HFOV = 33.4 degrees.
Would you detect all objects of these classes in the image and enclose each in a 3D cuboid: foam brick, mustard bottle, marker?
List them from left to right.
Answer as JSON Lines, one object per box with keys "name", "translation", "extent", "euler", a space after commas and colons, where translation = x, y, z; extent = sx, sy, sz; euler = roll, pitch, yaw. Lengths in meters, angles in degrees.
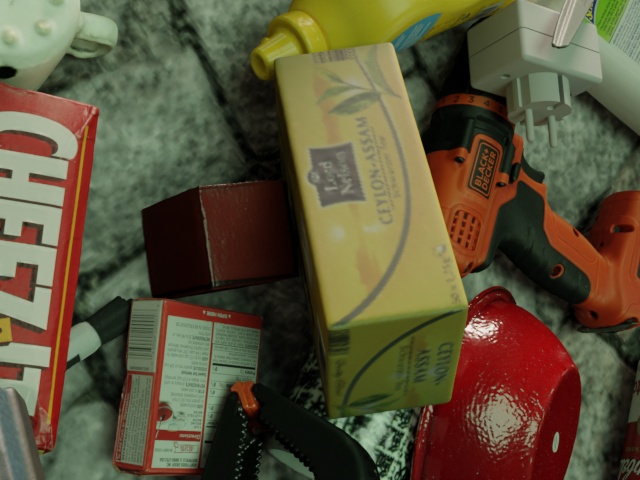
{"name": "marker", "translation": [-0.141, 0.064, 0.536], "extent": [0.121, 0.020, 0.020], "euler": [-34, 103, -29]}
{"name": "foam brick", "translation": [-0.054, 0.001, 0.561], "extent": [0.052, 0.078, 0.051], "euler": [-7, 87, -32]}
{"name": "mustard bottle", "translation": [0.040, -0.134, 0.618], "extent": [0.191, 0.096, 0.058], "euler": [-30, 96, -29]}

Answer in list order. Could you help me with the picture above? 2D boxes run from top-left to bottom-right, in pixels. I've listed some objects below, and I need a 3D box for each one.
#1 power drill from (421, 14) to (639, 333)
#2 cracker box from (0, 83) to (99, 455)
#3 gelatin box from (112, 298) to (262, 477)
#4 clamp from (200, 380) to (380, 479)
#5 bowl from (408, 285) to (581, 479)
{"name": "power drill", "translation": [0.146, -0.034, 0.696], "extent": [0.187, 0.057, 0.184], "euler": [27, 69, -24]}
{"name": "cracker box", "translation": [-0.214, 0.001, 0.458], "extent": [0.213, 0.072, 0.164], "euler": [11, 75, -25]}
{"name": "gelatin box", "translation": [-0.068, 0.079, 0.562], "extent": [0.073, 0.030, 0.089], "euler": [14, 78, -48]}
{"name": "clamp", "translation": [-0.015, 0.156, 0.490], "extent": [0.164, 0.210, 0.036], "euler": [-30, 137, -3]}
{"name": "bowl", "translation": [0.109, 0.110, 0.614], "extent": [0.161, 0.055, 0.162], "euler": [-33, 129, -53]}
